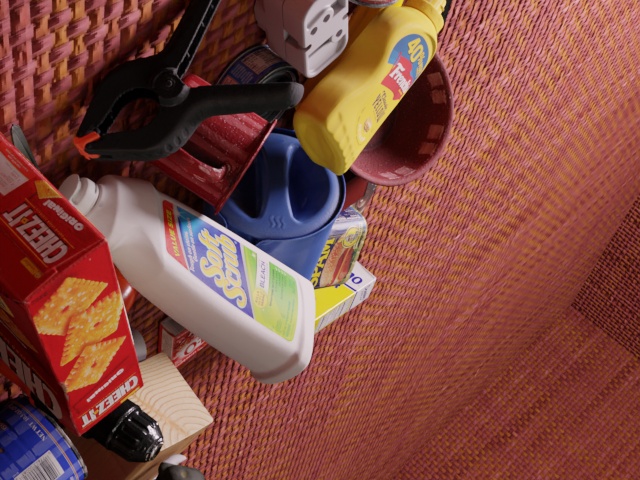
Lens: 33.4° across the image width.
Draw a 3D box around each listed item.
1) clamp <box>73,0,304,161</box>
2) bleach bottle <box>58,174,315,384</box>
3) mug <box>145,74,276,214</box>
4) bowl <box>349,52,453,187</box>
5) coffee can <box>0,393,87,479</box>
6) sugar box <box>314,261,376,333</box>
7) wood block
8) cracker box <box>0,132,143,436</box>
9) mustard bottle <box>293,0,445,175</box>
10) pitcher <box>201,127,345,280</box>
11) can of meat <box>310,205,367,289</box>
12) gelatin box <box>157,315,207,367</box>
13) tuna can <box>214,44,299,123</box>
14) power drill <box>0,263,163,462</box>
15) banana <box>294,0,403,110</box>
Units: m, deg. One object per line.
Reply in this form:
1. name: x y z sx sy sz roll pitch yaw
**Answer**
1. clamp: -0.101 -0.107 0.797 0.171 0.120 0.039 -43 163 -6
2. bleach bottle: -0.110 0.025 0.879 0.068 0.102 0.250 -25 137 35
3. mug: -0.095 -0.077 0.857 0.093 0.081 0.117 -54 -173 22
4. bowl: 0.059 -0.137 1.099 0.161 0.055 0.162 -3 96 -32
5. coffee can: -0.302 0.224 0.983 0.140 0.103 0.103 -39 158 -28
6. sugar box: -0.021 0.067 1.318 0.175 0.093 0.048 -34 155 -40
7. wood block: -0.216 0.218 1.107 0.090 0.091 0.206 -22 161 -52
8. cracker box: -0.207 0.023 0.727 0.072 0.164 0.214 -39 158 -24
9. mustard bottle: 0.054 -0.156 0.978 0.191 0.058 0.096 -52 155 -15
10. pitcher: -0.057 0.001 1.085 0.149 0.145 0.243 -13 150 -20
11. can of meat: -0.002 0.009 1.211 0.083 0.057 0.102 -8 130 -44
12. gelatin box: -0.141 0.096 1.204 0.089 0.030 0.073 -37 157 -32
13. tuna can: -0.059 -0.131 0.958 0.086 0.034 0.086 -42 159 -20
14. power drill: -0.170 0.084 0.921 0.187 0.184 0.057 -46 163 -40
15. banana: 0.035 -0.200 1.011 0.198 0.037 0.069 -61 152 0
